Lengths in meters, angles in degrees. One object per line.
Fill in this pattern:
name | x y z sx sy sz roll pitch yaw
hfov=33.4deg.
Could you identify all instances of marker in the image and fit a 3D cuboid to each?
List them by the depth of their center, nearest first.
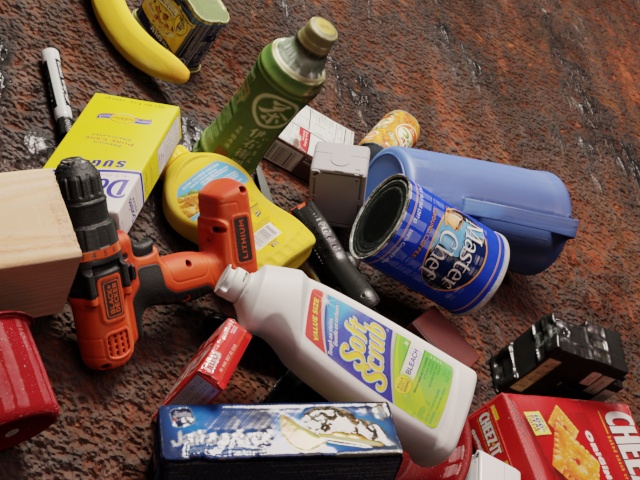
marker | -0.266 -0.146 1.085 0.020 0.020 0.121 7 51 -37

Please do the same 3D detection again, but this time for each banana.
banana | -0.213 -0.249 1.194 0.198 0.069 0.037 65 6 16

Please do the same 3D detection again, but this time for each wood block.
wood block | -0.300 0.014 0.812 0.205 0.091 0.090 -10 61 -30

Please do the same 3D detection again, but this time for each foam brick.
foam brick | 0.120 0.120 1.146 0.078 0.053 0.051 49 39 6

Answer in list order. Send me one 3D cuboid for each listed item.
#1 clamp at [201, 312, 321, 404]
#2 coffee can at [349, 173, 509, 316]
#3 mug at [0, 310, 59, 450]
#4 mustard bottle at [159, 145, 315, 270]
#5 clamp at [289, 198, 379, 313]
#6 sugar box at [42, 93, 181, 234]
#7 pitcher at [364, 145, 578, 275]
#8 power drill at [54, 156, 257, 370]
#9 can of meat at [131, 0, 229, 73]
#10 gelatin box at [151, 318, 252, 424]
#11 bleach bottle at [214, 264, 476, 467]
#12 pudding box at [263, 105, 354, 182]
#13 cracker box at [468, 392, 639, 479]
clamp | -0.036 0.109 1.031 0.171 0.039 0.120 -11 67 -53
coffee can | 0.117 0.006 1.146 0.140 0.103 0.102 30 40 -22
mug | -0.259 0.115 0.802 0.117 0.093 0.081 -21 72 -16
mustard bottle | -0.103 -0.032 1.077 0.192 0.058 0.096 44 62 13
clamp | 0.026 0.042 1.117 0.210 0.036 0.164 57 -5 42
sugar box | -0.204 -0.072 1.016 0.093 0.048 0.176 9 39 8
pitcher | 0.177 -0.038 1.274 0.242 0.149 0.145 10 48 -30
power drill | -0.145 0.002 0.937 0.187 0.057 0.184 -20 113 -40
can of meat | -0.160 -0.258 1.228 0.057 0.084 0.102 -15 65 -47
gelatin box | -0.102 0.118 0.923 0.030 0.089 0.073 37 39 -7
bleach bottle | 0.016 0.102 0.961 0.250 0.068 0.102 31 59 -11
pudding box | -0.015 -0.115 1.259 0.113 0.039 0.090 29 40 -20
cracker box | 0.273 0.253 1.138 0.213 0.072 0.164 10 49 -36
